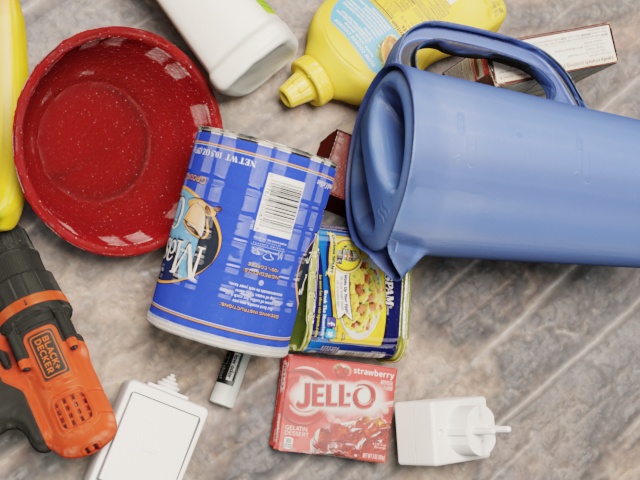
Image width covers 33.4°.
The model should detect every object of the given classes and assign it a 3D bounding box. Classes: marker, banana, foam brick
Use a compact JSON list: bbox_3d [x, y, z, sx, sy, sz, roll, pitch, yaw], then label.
[{"bbox_3d":[-0.055,0.067,0.811,0.020,0.020,0.121,22,77,-11],"label":"marker"},{"bbox_3d":[-0.225,-0.085,0.759,0.037,0.070,0.198,3,66,-21],"label":"banana"},{"bbox_3d":[0.033,-0.045,0.832,0.078,0.053,0.051,22,77,-12],"label":"foam brick"}]

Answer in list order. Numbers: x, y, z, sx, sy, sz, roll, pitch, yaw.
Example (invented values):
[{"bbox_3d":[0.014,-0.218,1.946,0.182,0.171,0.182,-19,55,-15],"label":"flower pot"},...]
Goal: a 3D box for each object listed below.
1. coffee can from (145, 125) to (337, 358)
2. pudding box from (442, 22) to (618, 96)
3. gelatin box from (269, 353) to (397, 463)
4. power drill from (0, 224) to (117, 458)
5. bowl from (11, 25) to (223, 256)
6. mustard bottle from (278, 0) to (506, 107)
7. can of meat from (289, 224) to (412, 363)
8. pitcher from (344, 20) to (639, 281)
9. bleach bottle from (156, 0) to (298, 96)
[{"bbox_3d":[-0.055,0.001,0.748,0.102,0.103,0.140,15,91,-13],"label":"coffee can"},{"bbox_3d":[0.168,-0.140,0.862,0.113,0.090,0.039,-15,87,-16],"label":"pudding box"},{"bbox_3d":[0.010,0.128,0.814,0.089,0.030,0.073,10,80,-14],"label":"gelatin box"},{"bbox_3d":[-0.253,0.091,0.722,0.187,0.057,0.184,-26,69,-11],"label":"power drill"},{"bbox_3d":[-0.152,-0.071,0.769,0.161,0.055,0.162,-3,96,-34],"label":"bowl"},{"bbox_3d":[0.048,-0.161,0.848,0.191,0.058,0.096,-35,80,-16],"label":"mustard bottle"},{"bbox_3d":[0.019,0.039,0.808,0.083,0.058,0.102,7,81,-24],"label":"can of meat"},{"bbox_3d":[0.148,-0.055,0.771,0.242,0.145,0.149,6,123,-17],"label":"pitcher"},{"bbox_3d":[-0.119,-0.223,0.786,0.068,0.102,0.251,-39,89,8],"label":"bleach bottle"}]
